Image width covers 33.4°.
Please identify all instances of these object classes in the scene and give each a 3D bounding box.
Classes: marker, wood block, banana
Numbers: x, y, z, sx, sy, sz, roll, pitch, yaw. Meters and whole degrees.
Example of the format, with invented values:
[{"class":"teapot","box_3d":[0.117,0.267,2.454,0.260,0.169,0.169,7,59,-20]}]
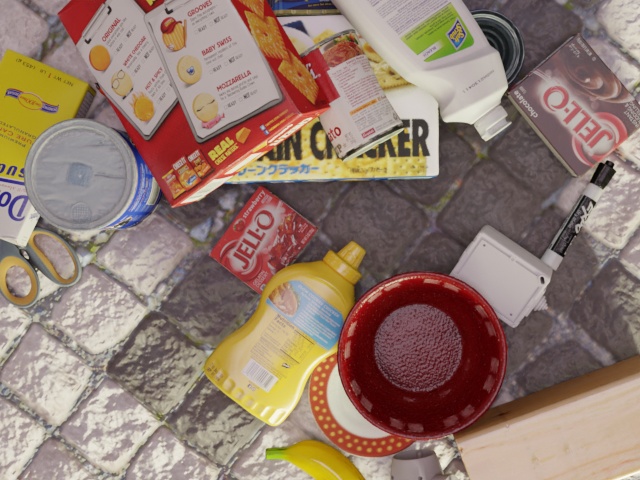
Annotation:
[{"class":"marker","box_3d":[0.257,-0.026,1.060,0.020,0.020,0.121,31,92,2]},{"class":"wood block","box_3d":[0.239,0.190,1.030,0.206,0.091,0.090,-20,89,4]},{"class":"banana","box_3d":[0.028,0.273,1.073,0.070,0.037,0.198,-36,88,21]}]

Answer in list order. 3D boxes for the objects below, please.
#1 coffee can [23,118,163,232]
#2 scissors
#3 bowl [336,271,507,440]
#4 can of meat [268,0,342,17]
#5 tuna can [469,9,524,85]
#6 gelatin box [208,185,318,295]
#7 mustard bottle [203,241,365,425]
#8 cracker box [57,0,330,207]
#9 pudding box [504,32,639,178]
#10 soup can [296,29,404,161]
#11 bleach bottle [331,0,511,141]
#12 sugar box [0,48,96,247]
[{"class":"coffee can","box_3d":[-0.212,-0.060,1.024,0.103,0.140,0.103,0,91,3]},{"class":"scissors","box_3d":[-0.334,-0.013,1.094,0.202,0.016,0.096,40,93,2]},{"class":"bowl","box_3d":[0.096,0.108,1.031,0.162,0.055,0.162,0,93,2]},{"class":"can of meat","box_3d":[-0.003,-0.260,1.050,0.102,0.057,0.084,0,93,3]},{"class":"tuna can","box_3d":[0.158,-0.184,1.054,0.086,0.033,0.086,0,91,3]},{"class":"gelatin box","box_3d":[-0.057,0.001,1.072,0.073,0.030,0.089,38,93,2]},{"class":"mustard bottle","box_3d":[-0.021,0.080,1.044,0.096,0.058,0.191,38,93,-3]},{"class":"cracker box","box_3d":[-0.115,-0.163,0.966,0.164,0.072,0.214,-33,86,28]},{"class":"pudding box","box_3d":[0.251,-0.131,1.047,0.090,0.039,0.113,-40,89,4]},{"class":"soup can","box_3d":[0.025,-0.132,0.978,0.068,0.068,0.102,-28,90,3]},{"class":"bleach bottle","box_3d":[0.083,-0.196,0.978,0.102,0.068,0.251,-36,88,0]},{"class":"sugar box","box_3d":[-0.305,-0.092,1.067,0.093,0.048,0.176,23,84,1]}]
